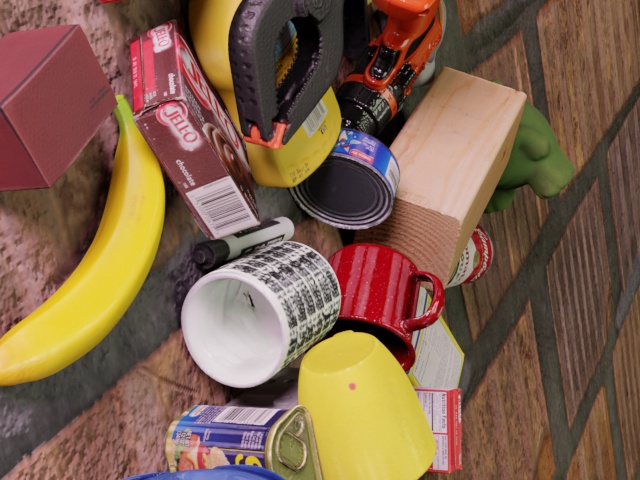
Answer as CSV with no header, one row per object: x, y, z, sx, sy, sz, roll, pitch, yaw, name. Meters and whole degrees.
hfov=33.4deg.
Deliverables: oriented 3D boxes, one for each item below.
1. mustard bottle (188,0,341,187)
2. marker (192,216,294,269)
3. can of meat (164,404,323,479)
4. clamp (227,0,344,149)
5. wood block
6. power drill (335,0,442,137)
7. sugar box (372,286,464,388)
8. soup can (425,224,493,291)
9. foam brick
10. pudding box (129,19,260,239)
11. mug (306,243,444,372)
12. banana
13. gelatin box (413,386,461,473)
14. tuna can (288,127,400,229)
-0.046,-0.137,0.757,0.096,0.058,0.191,-58,138,-36,mustard bottle
-0.055,0.001,0.775,0.120,0.020,0.020,-21,107,-61,marker
-0.049,0.159,0.707,0.057,0.084,0.102,-36,121,-57,can of meat
-0.019,-0.167,0.701,0.164,0.036,0.210,20,89,-48,clamp
0.111,-0.060,0.979,0.205,0.090,0.091,-56,161,-44,wood block
0.056,-0.160,0.856,0.184,0.057,0.188,-58,175,-26,power drill
0.082,0.100,1.010,0.176,0.048,0.093,54,42,-42,sugar box
0.125,0.014,1.072,0.102,0.069,0.068,-6,94,-62,soup can
-0.152,-0.069,0.555,0.078,0.051,0.053,-63,142,-43,foam brick
-0.080,-0.069,0.675,0.090,0.039,0.113,-102,170,-47,pudding box
0.048,0.054,0.872,0.093,0.117,0.081,47,42,-36,mug
-0.130,0.009,0.616,0.069,0.037,0.197,36,51,-27,banana
0.082,0.167,0.954,0.030,0.089,0.073,5,84,-62,gelatin box
0.020,-0.049,0.851,0.086,0.086,0.033,61,36,-41,tuna can
